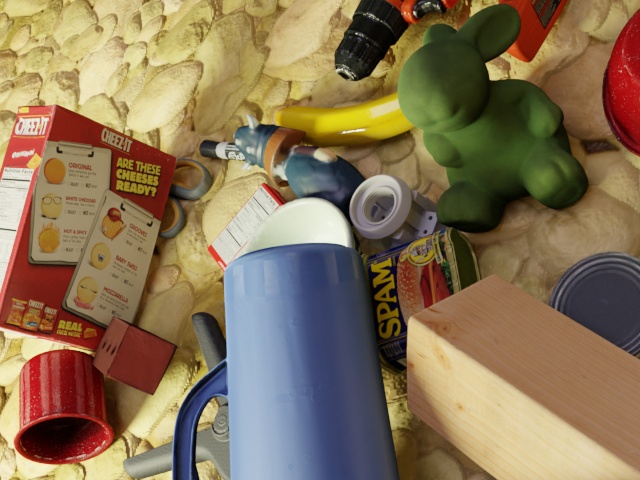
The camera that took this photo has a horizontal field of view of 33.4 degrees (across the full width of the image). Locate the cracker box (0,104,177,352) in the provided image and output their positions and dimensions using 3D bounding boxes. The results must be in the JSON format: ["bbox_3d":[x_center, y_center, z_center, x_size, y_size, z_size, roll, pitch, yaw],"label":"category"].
[{"bbox_3d":[-0.243,-0.006,1.046,0.072,0.164,0.213,5,79,39],"label":"cracker box"}]

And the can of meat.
[{"bbox_3d":[0.083,0.048,0.858,0.084,0.057,0.102,-21,58,25],"label":"can of meat"}]

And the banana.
[{"bbox_3d":[0.035,-0.116,0.993,0.198,0.037,0.069,-10,33,30],"label":"banana"}]

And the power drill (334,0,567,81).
[{"bbox_3d":[0.116,-0.210,0.949,0.188,0.057,0.184,19,74,40],"label":"power drill"}]

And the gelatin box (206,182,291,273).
[{"bbox_3d":[-0.056,0.001,1.005,0.089,0.030,0.073,-48,47,7],"label":"gelatin box"}]

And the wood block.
[{"bbox_3d":[0.160,0.118,0.720,0.090,0.090,0.206,-24,39,-30],"label":"wood block"}]

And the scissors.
[{"bbox_3d":[-0.197,-0.050,1.147,0.202,0.016,0.096,2,70,38],"label":"scissors"}]

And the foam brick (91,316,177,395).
[{"bbox_3d":[-0.177,0.108,1.009,0.053,0.051,0.078,-65,21,-8],"label":"foam brick"}]

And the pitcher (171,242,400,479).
[{"bbox_3d":[-0.020,0.130,0.796,0.145,0.148,0.243,-19,73,47],"label":"pitcher"}]

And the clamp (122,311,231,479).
[{"bbox_3d":[-0.083,0.170,0.936,0.210,0.036,0.164,26,85,42],"label":"clamp"}]

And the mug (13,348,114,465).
[{"bbox_3d":[-0.253,0.167,1.043,0.117,0.093,0.081,114,151,-44],"label":"mug"}]

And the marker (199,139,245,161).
[{"bbox_3d":[-0.077,-0.089,1.072,0.121,0.020,0.020,9,74,40],"label":"marker"}]
